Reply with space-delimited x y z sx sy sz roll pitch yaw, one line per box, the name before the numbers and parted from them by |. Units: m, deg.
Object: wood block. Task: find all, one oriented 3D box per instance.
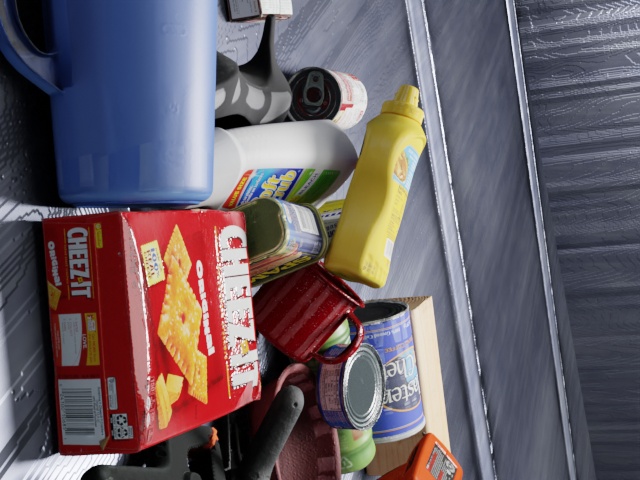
wood block | 0.098 0.180 1.332 0.090 0.091 0.206 -24 108 -68

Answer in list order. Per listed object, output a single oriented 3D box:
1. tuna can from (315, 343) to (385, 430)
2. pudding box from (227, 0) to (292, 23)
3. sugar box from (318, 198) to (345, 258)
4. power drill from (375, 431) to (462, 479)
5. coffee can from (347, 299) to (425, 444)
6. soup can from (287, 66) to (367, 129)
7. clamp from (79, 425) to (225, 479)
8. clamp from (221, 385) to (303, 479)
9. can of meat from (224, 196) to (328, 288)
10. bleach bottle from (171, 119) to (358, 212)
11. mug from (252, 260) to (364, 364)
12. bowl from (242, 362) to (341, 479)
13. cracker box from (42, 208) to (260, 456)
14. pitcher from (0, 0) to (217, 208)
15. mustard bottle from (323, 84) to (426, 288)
tuna can | 0.030 0.144 1.054 0.086 0.034 0.086 8 80 -58
pudding box | -0.067 -0.277 1.074 0.090 0.039 0.113 -29 110 -67
sugar box | 0.025 -0.017 1.145 0.176 0.093 0.048 -33 114 -77
power drill | 0.043 0.275 1.042 0.057 0.188 0.184 51 26 -6
coffee can | 0.060 0.149 1.219 0.102 0.103 0.140 -33 116 -67
soup can | 0.008 -0.159 1.203 0.102 0.069 0.068 -14 99 -70
clamp | -0.110 0.189 0.797 0.164 0.036 0.210 58 12 -19
clamp | -0.069 0.202 0.912 0.039 0.120 0.171 23 79 -20
can of meat | -0.056 0.001 0.945 0.083 0.102 0.057 13 57 -66
bleach bottle | -0.068 -0.059 0.947 0.068 0.103 0.250 55 30 14
mug | -0.010 0.069 1.016 0.081 0.117 0.093 -49 162 5
bowl | -0.034 0.199 1.008 0.162 0.055 0.162 -12 90 -70
cracker box | -0.118 0.060 0.807 0.213 0.072 0.164 -4 90 -70
pitcher | -0.141 -0.145 0.741 0.145 0.149 0.243 -3 91 -84
mustard bottle | 0.058 -0.055 1.004 0.096 0.058 0.191 38 68 -71
